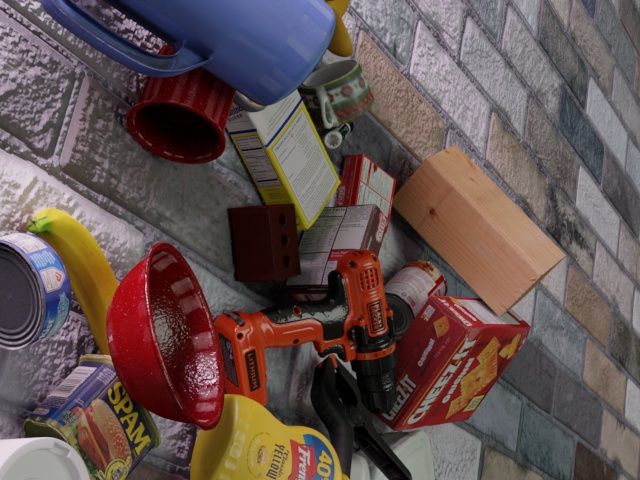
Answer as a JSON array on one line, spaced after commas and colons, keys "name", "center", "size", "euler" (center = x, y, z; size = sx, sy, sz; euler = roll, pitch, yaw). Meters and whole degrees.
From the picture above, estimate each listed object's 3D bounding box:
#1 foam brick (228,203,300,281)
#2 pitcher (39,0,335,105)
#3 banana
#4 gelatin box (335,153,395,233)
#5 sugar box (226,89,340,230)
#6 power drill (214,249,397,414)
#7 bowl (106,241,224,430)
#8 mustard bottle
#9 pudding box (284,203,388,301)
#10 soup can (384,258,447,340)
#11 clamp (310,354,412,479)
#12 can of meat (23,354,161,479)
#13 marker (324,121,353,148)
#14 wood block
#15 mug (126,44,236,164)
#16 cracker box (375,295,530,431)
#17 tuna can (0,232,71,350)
[{"name": "foam brick", "center": [-0.057, 0.001, 1.112], "size": [0.052, 0.051, 0.078], "euler": [-13, 99, -57]}, {"name": "pitcher", "center": [-0.112, -0.214, 0.898], "size": [0.242, 0.149, 0.145], "euler": [36, 21, -24]}, {"name": "banana", "center": [-0.197, 0.040, 0.897], "size": [0.069, 0.037, 0.197], "euler": [-79, 154, -47]}, {"name": "gelatin box", "center": [0.056, -0.057, 1.313], "size": [0.089, 0.030, 0.073], "euler": [32, 63, -52]}, {"name": "sugar box", "center": [-0.044, -0.105, 1.147], "size": [0.176, 0.048, 0.093], "euler": [62, 40, -28]}, {"name": "power drill", "center": [-0.008, 0.116, 1.101], "size": [0.187, 0.057, 0.184], "euler": [-17, 106, -25]}, {"name": "bowl", "center": [-0.134, 0.085, 0.891], "size": [0.162, 0.055, 0.162], "euler": [-16, 90, -80]}, {"name": "mustard bottle", "center": [-0.035, 0.226, 1.048], "size": [0.191, 0.058, 0.096], "euler": [32, 63, -35]}, {"name": "pudding box", "center": [0.018, 0.015, 1.194], "size": [0.039, 0.090, 0.113], "euler": [49, 50, -41]}, {"name": "soup can", "center": [0.111, 0.075, 1.354], "size": [0.102, 0.069, 0.068], "euler": [-40, 121, -50]}, {"name": "clamp", "center": [0.027, 0.207, 1.180], "size": [0.120, 0.039, 0.171], "euler": [6, 48, -54]}, {"name": "can of meat", "center": [-0.191, 0.161, 0.892], "size": [0.083, 0.058, 0.102], "euler": [-49, 128, -44]}, {"name": "marker", "center": [0.022, -0.125, 1.239], "size": [0.121, 0.020, 0.020], "euler": [-58, 138, -73]}, {"name": "wood block", "center": [0.202, -0.014, 1.378], "size": [0.206, 0.091, 0.090], "euler": [47, 34, 12]}, {"name": "mug", "center": [-0.121, -0.124, 0.996], "size": [0.117, 0.093, 0.081], "euler": [70, 28, -55]}, {"name": "cracker box", "center": [0.166, 0.156, 1.362], "size": [0.213, 0.072, 0.164], "euler": [7, 119, -58]}, {"name": "tuna can", "center": [-0.231, 0.038, 0.810], "size": [0.033, 0.086, 0.086], "euler": [-23, 107, -57]}]
